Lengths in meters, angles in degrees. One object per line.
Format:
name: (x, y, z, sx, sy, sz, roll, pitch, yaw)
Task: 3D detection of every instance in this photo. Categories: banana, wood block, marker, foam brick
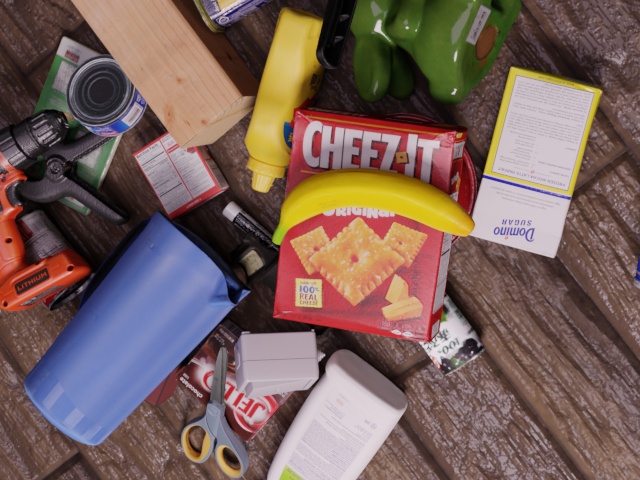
banana: (0.045, -0.035, 1.005, 0.198, 0.037, 0.069, -2, 114, 18)
wood block: (-0.161, -0.209, 1.141, 0.090, 0.090, 0.206, -38, 87, 18)
marker: (-0.058, 0.001, 1.182, 0.121, 0.020, 0.020, 40, 107, 7)
foam brick: (-0.203, 0.146, 1.231, 0.078, 0.053, 0.051, 29, 105, 11)

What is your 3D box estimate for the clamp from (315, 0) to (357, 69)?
clamp: (0.031, -0.259, 1.031, 0.164, 0.210, 0.036, -45, 128, 8)

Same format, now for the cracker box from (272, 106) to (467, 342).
cracker box: (0.048, -0.017, 1.062, 0.164, 0.072, 0.214, 9, 101, 15)

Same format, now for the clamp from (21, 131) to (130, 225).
clamp: (-0.287, -0.091, 1.211, 0.171, 0.039, 0.120, 12, 90, 10)

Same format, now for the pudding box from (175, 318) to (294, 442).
pudding box: (-0.093, 0.158, 1.207, 0.113, 0.039, 0.090, 41, 107, 6)

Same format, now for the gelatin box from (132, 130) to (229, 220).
gelatin box: (-0.156, -0.079, 1.193, 0.073, 0.030, 0.089, -30, 90, 20)

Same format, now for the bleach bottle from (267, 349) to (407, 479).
bleach bottle: (-0.012, 0.247, 1.187, 0.102, 0.068, 0.251, 38, 109, 8)

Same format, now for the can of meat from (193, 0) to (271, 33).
can of meat: (-0.098, -0.285, 1.128, 0.084, 0.057, 0.102, -27, 91, 16)

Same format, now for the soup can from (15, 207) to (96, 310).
soup can: (-0.318, 0.021, 1.236, 0.069, 0.068, 0.102, -42, 85, 18)

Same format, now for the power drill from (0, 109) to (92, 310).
power drill: (-0.326, -0.031, 1.175, 0.184, 0.057, 0.188, -30, 81, 11)

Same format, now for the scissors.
scissors: (-0.102, 0.200, 1.183, 0.096, 0.016, 0.202, 37, 135, 6)

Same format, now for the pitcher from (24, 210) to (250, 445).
pitcher: (-0.205, 0.092, 1.151, 0.145, 0.149, 0.243, 42, 87, -4)

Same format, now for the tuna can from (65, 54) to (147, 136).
tuna can: (-0.235, -0.160, 1.171, 0.086, 0.033, 0.086, -3, 77, 14)

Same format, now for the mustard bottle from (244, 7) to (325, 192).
mustard bottle: (-0.037, -0.142, 1.112, 0.058, 0.096, 0.192, 21, 104, 12)

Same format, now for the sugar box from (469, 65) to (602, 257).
sugar box: (0.216, -0.080, 1.076, 0.093, 0.048, 0.176, 17, 107, 13)
